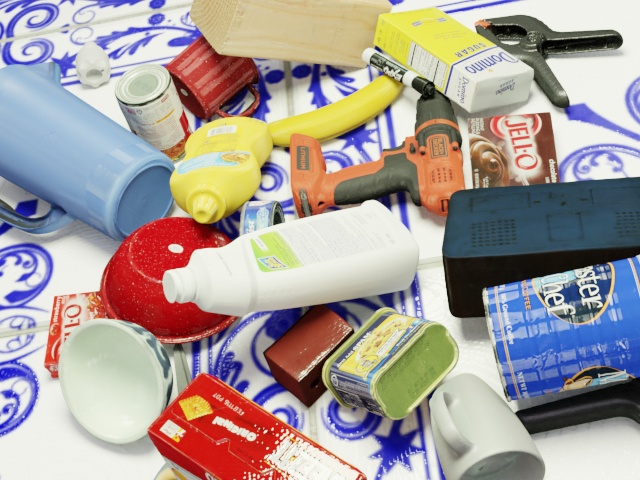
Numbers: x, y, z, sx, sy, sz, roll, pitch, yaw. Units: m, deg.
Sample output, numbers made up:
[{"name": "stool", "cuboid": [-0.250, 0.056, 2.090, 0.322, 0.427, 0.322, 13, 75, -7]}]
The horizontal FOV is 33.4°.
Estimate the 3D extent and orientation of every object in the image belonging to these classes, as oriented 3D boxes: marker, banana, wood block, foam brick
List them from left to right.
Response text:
[{"name": "wood block", "cuboid": [-0.034, -0.266, 1.237, 0.205, 0.090, 0.091, -2, 40, -37]}, {"name": "foam brick", "cuboid": [-0.007, 0.109, 1.022, 0.051, 0.053, 0.078, 34, 67, 33]}, {"name": "banana", "cuboid": [0.015, -0.149, 1.232, 0.197, 0.037, 0.070, -19, 50, -2]}, {"name": "marker", "cuboid": [0.089, -0.191, 1.214, 0.020, 0.020, 0.121, -35, 43, -15]}]

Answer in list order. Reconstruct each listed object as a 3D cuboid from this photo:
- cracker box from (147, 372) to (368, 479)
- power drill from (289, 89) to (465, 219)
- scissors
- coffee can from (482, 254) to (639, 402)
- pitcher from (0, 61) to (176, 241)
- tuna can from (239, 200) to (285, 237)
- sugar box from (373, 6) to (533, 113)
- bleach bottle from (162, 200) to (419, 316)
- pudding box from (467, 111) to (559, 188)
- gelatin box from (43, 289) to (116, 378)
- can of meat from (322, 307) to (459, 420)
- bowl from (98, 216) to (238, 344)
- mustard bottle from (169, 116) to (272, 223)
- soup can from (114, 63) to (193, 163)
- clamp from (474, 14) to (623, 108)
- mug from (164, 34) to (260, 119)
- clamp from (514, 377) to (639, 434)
[{"name": "cracker box", "cuboid": [-0.028, 0.213, 0.838, 0.164, 0.213, 0.072, 26, 62, 30]}, {"name": "power drill", "cuboid": [0.062, -0.092, 1.162, 0.188, 0.057, 0.184, -9, 43, 8]}, {"name": "scissors", "cuboid": [-0.138, 0.188, 1.013, 0.096, 0.016, 0.202, -28, 51, -9]}, {"name": "coffee can", "cuboid": [0.220, 0.076, 0.920, 0.140, 0.102, 0.103, -13, 50, 12]}, {"name": "pitcher", "cuboid": [-0.286, -0.086, 1.205, 0.243, 0.149, 0.144, 30, 39, 28]}, {"name": "tuna can", "cuboid": [-0.057, 0.001, 1.098, 0.034, 0.086, 0.086, -3, 51, 9]}, {"name": "sugar box", "cuboid": [0.150, -0.210, 1.220, 0.093, 0.048, 0.176, -17, 41, -34]}, {"name": "bleach bottle", "cuboid": [-0.033, 0.021, 1.016, 0.250, 0.068, 0.103, -9, 37, -31]}, {"name": "pudding box", "cuboid": [0.204, -0.085, 1.134, 0.090, 0.039, 0.113, -5, 51, 9]}, {"name": "gelatin box", "cuboid": [-0.243, 0.095, 1.103, 0.073, 0.030, 0.089, -7, 50, 7]}, {"name": "can of meat", "cuboid": [0.065, 0.113, 0.975, 0.102, 0.057, 0.084, -43, 22, -21]}, {"name": "bowl", "cuboid": [-0.149, 0.027, 1.099, 0.162, 0.055, 0.162, 1, 47, -1]}, {"name": "mustard bottle", "cuboid": [-0.110, -0.071, 1.142, 0.096, 0.058, 0.191, -7, 27, 9]}, {"name": "soup can", "cuboid": [-0.191, -0.145, 1.236, 0.068, 0.102, 0.068, -7, 51, 8]}, {"name": "clamp", "cuboid": [0.258, -0.225, 1.233, 0.120, 0.039, 0.172, -37, 53, -18]}, {"name": "mug", "cuboid": [-0.125, -0.190, 1.274, 0.081, 0.093, 0.117, -43, 87, -15]}, {"name": "clamp", "cuboid": [0.281, 0.133, 0.943, 0.210, 0.036, 0.164, 21, 61, 32]}]
